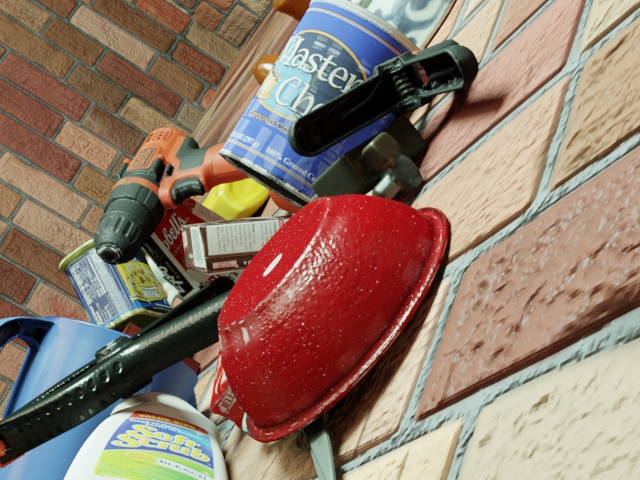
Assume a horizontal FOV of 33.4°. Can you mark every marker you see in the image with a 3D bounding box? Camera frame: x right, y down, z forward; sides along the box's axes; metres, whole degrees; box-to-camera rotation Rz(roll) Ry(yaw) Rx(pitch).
[{"bbox_3d":[-0.133,0.033,0.991,0.020,0.121,0.020,-39,1,0],"label":"marker"}]

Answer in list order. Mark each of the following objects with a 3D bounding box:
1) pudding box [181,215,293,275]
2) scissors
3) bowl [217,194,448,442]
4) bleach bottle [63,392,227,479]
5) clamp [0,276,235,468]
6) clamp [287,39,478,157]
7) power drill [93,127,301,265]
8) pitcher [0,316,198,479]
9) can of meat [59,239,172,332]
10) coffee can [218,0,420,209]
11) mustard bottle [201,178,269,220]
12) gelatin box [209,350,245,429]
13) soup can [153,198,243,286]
[{"bbox_3d":[-0.056,0.001,0.821,0.114,0.090,0.039,-169,73,-76],"label":"pudding box"},{"bbox_3d":[-0.017,0.103,0.576,0.096,0.016,0.201,-50,13,21],"label":"scissors"},{"bbox_3d":[-0.006,0.028,0.578,0.162,0.055,0.162,-46,14,15],"label":"bowl"},{"bbox_3d":[-0.107,0.140,0.643,0.251,0.102,0.068,-132,60,-79],"label":"bleach bottle"},{"bbox_3d":[-0.123,0.080,0.698,0.209,0.036,0.165,-32,5,-19],"label":"clamp"},{"bbox_3d":[0.059,-0.101,0.673,0.120,0.039,0.171,-15,15,28],"label":"clamp"},{"bbox_3d":[-0.098,-0.050,0.946,0.188,0.057,0.184,-6,37,17],"label":"power drill"},{"bbox_3d":[-0.200,0.182,0.787,0.145,0.149,0.242,84,-156,-67],"label":"pitcher"},{"bbox_3d":[-0.189,0.051,1.017,0.057,0.084,0.102,-35,-18,11],"label":"can of meat"},{"bbox_3d":[0.003,-0.098,0.805,0.140,0.102,0.103,-59,12,-3],"label":"coffee can"},{"bbox_3d":[-0.126,-0.013,1.222,0.192,0.058,0.096,-48,9,41],"label":"mustard bottle"},{"bbox_3d":[-0.043,0.075,0.727,0.073,0.030,0.089,-55,12,17],"label":"gelatin box"},{"bbox_3d":[-0.118,0.003,1.041,0.068,0.102,0.068,-54,12,17],"label":"soup can"}]
